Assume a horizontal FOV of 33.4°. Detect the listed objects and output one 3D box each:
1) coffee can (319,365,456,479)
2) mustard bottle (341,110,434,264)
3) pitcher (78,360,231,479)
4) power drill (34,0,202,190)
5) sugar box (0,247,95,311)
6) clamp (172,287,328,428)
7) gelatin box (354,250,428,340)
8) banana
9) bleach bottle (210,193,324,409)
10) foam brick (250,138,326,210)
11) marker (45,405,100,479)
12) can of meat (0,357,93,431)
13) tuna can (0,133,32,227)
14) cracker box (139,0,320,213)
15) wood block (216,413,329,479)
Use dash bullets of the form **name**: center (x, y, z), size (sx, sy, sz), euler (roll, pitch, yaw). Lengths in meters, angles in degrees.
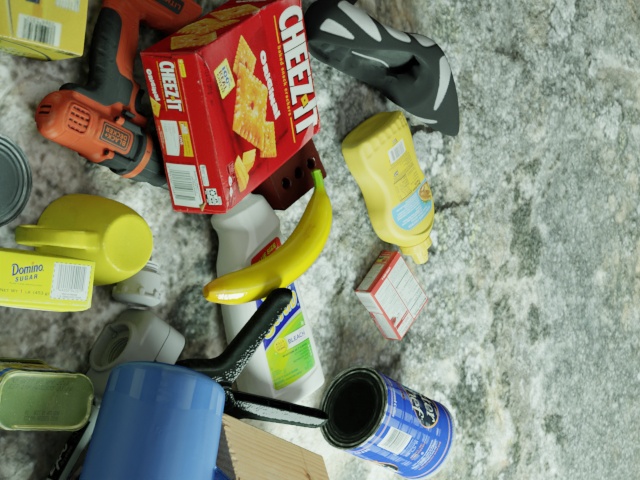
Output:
- **coffee can**: center (0.081, 0.220, 1.276), size (0.140, 0.103, 0.103), euler (31, 71, -41)
- **mustard bottle**: center (0.094, -0.055, 1.304), size (0.096, 0.058, 0.191), euler (-44, 121, -39)
- **pitcher**: center (-0.146, 0.237, 0.935), size (0.149, 0.145, 0.243), euler (33, 58, -45)
- **power drill**: center (-0.175, -0.154, 1.037), size (0.184, 0.057, 0.187), euler (26, 73, -49)
- **sugar box**: center (-0.271, 0.027, 0.870), size (0.093, 0.177, 0.048), euler (10, 87, -45)
- **clamp**: center (-0.095, 0.160, 1.088), size (0.210, 0.036, 0.164), euler (-27, 113, -11)
- **gelatin box**: center (0.089, 0.069, 1.326), size (0.073, 0.030, 0.089), euler (-53, 126, -30)
- **banana**: center (-0.042, 0.012, 1.113), size (0.069, 0.037, 0.197), euler (46, 59, -9)
- **bleach bottle**: center (-0.071, 0.055, 1.149), size (0.102, 0.068, 0.251), euler (-26, 108, -40)
- **foam brick**: center (-0.041, -0.074, 1.176), size (0.078, 0.051, 0.053), euler (-42, 120, -35)
- **marker**: center (-0.243, 0.213, 1.017), size (0.020, 0.020, 0.121), euler (44, 63, -36)
- **can of meat**: center (-0.264, 0.137, 0.947), size (0.101, 0.084, 0.057), euler (10, 85, -44)
- **tuna can**: center (-0.299, -0.053, 0.938), size (0.085, 0.034, 0.086), euler (-3, 94, -44)
- **cracker box**: center (-0.081, -0.144, 1.066), size (0.213, 0.072, 0.164), euler (-46, 135, -51)
- **wood block**: center (-0.072, 0.254, 1.087), size (0.205, 0.090, 0.091), euler (37, 29, -52)
